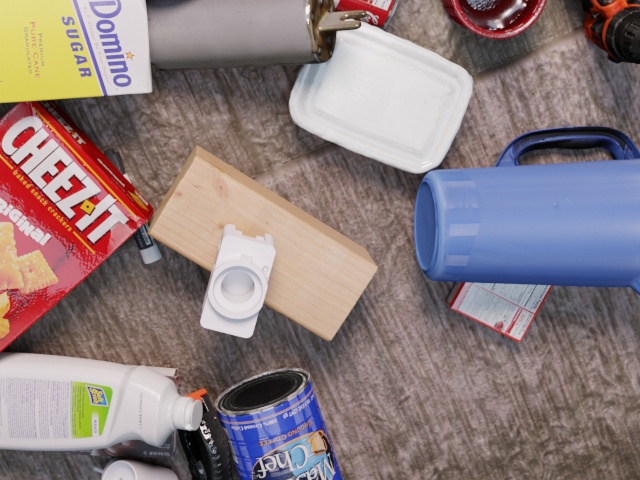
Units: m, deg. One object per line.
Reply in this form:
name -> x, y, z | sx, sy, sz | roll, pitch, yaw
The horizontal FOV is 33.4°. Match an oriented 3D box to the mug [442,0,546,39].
mug -> 0.161, -0.253, 1.021 | 0.093, 0.081, 0.117 | -5, 103, -4

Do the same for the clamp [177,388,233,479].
clamp -> -0.117, 0.233, 1.094 | 0.039, 0.120, 0.171 | -19, 98, -36

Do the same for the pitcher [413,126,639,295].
pitcher -> 0.219, -0.025, 1.050 | 0.242, 0.149, 0.145 | 0, 113, -8

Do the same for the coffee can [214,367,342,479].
coffee can -> -0.039, 0.216, 1.095 | 0.103, 0.103, 0.140 | -17, 103, -1

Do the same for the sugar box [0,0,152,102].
sugar box -> -0.240, -0.171, 0.938 | 0.176, 0.048, 0.093 | -6, 112, -10

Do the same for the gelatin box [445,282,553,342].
gelatin box -> 0.187, 0.055, 1.117 | 0.089, 0.030, 0.073 | 26, 97, -9

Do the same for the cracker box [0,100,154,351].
cracker box -> -0.294, -0.013, 1.020 | 0.214, 0.072, 0.164 | -41, 103, 5

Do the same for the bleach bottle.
bleach bottle -> -0.237, 0.166, 1.043 | 0.251, 0.068, 0.102 | 4, 102, 16

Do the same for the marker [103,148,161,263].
marker -> -0.190, -0.035, 1.070 | 0.020, 0.020, 0.121 | -21, 103, 0

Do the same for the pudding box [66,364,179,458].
pudding box -> -0.204, 0.175, 1.104 | 0.113, 0.039, 0.090 | 3, 102, -5

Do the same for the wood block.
wood block -> -0.057, 0.002, 1.053 | 0.206, 0.091, 0.090 | 31, 98, -11

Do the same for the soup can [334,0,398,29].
soup can -> 0.025, -0.251, 1.017 | 0.102, 0.068, 0.068 | 19, 100, -8
